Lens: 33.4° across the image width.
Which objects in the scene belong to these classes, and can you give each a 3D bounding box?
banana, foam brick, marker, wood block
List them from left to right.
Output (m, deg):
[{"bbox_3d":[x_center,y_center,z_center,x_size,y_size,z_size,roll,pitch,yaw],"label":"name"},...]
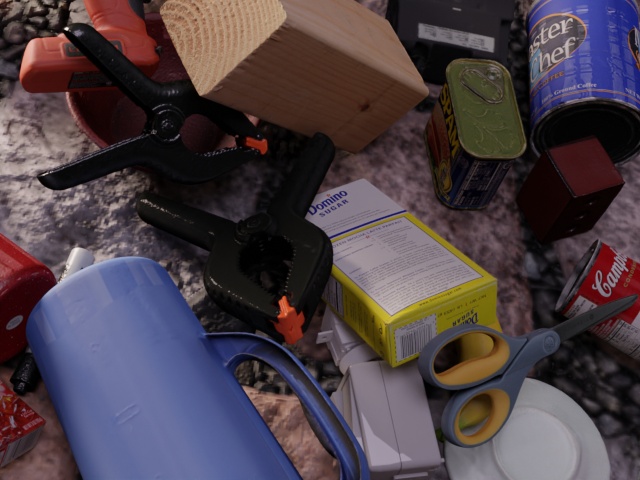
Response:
[{"bbox_3d":[-0.197,0.059,0.784,0.020,0.020,0.121,19,57,0],"label":"marker"},{"bbox_3d":[-0.014,-0.146,0.839,0.205,0.091,0.090,14,44,-55],"label":"wood block"},{"bbox_3d":[0.105,0.062,0.828,0.069,0.037,0.198,6,51,-22],"label":"banana"},{"bbox_3d":[0.208,-0.041,0.896,0.053,0.078,0.051,-17,64,-18],"label":"foam brick"}]

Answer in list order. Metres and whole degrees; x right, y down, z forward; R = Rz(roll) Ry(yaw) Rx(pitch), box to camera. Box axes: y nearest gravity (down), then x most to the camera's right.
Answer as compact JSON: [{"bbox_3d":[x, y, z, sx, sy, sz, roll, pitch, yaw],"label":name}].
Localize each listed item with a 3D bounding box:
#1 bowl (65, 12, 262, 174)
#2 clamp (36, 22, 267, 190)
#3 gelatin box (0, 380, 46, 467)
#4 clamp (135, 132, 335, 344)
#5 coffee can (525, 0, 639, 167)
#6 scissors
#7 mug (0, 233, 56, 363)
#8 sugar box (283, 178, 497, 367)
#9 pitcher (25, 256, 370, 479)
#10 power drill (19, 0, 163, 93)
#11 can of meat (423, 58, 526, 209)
[{"bbox_3d":[-0.128,-0.110,0.880,0.162,0.055,0.162,5,58,-9],"label":"bowl"},{"bbox_3d":[-0.122,-0.095,0.791,0.171,0.039,0.120,0,102,-26],"label":"clamp"},{"bbox_3d":[-0.239,0.123,0.707,0.073,0.030,0.089,38,28,13],"label":"gelatin box"},{"bbox_3d":[-0.055,0.001,0.784,0.164,0.036,0.210,-16,39,2],"label":"clamp"},{"bbox_3d":[0.236,-0.147,0.951,0.102,0.103,0.140,9,58,-6],"label":"coffee can"},{"bbox_3d":[0.156,0.093,0.772,0.201,0.016,0.096,-4,98,-30],"label":"scissors"},{"bbox_3d":[-0.238,0.027,0.730,0.081,0.117,0.093,32,61,18],"label":"mug"},{"bbox_3d":[0.042,0.018,0.801,0.093,0.048,0.176,-20,34,-22],"label":"sugar box"},{"bbox_3d":[-0.090,0.126,0.700,0.148,0.145,0.243,-12,58,-37],"label":"pitcher"},{"bbox_3d":[-0.202,-0.210,0.822,0.184,0.057,0.187,-6,80,-19],"label":"power drill"},{"bbox_3d":[0.128,-0.088,0.903,0.057,0.084,0.102,0,59,-12],"label":"can of meat"}]
